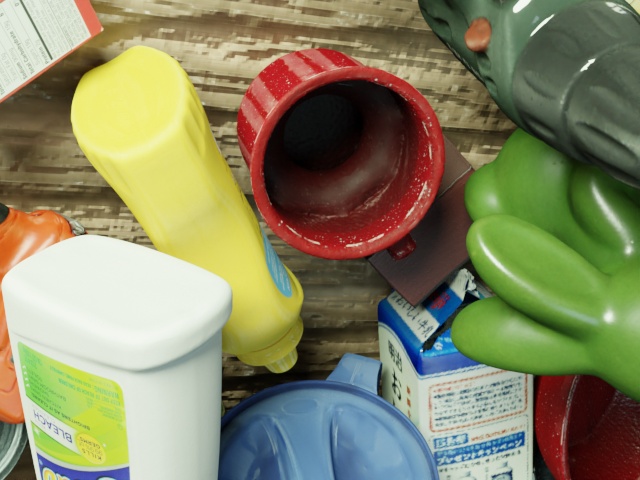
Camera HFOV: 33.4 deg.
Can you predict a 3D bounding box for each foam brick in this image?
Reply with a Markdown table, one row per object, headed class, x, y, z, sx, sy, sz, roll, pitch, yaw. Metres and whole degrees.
| class | x | y | z | sx | sy | sz | roll | pitch | yaw |
| --- | --- | --- | --- | --- | --- | --- | --- | --- | --- |
| foam brick | 0.058 | -0.014 | 0.599 | 0.078 | 0.053 | 0.051 | -43 | 128 | 9 |

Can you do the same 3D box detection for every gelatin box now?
| class | x | y | z | sx | sy | sz | roll | pitch | yaw |
| --- | --- | --- | --- | --- | --- | --- | --- | --- | --- |
| gelatin box | -0.147 | -0.099 | 0.454 | 0.089 | 0.030 | 0.073 | -41 | 132 | -22 |

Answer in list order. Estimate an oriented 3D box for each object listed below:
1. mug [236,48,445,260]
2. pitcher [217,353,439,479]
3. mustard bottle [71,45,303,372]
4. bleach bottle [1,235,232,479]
| class | x | y | z | sx | sy | sz | roll | pitch | yaw |
| --- | --- | --- | --- | --- | --- | --- | --- | --- | --- |
| mug | 0.011 | -0.040 | 0.531 | 0.093 | 0.081 | 0.117 | -38 | 115 | 2 |
| pitcher | 0.000 | 0.192 | 0.657 | 0.149 | 0.145 | 0.243 | -23 | 146 | -18 |
| mustard bottle | -0.054 | 0.001 | 0.536 | 0.058 | 0.096 | 0.191 | -30 | 129 | -4 |
| bleach bottle | -0.089 | 0.127 | 0.513 | 0.067 | 0.103 | 0.251 | -33 | 132 | -46 |
